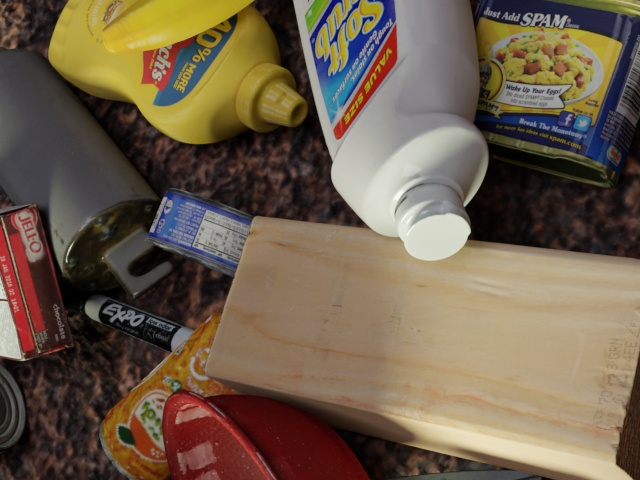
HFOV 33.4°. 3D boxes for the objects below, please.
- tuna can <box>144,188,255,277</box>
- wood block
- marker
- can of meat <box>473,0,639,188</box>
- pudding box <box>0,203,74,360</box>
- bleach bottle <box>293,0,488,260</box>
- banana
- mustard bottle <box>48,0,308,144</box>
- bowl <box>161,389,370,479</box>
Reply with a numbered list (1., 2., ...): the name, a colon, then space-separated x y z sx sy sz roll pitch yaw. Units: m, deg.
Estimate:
1. tuna can: -0.054 0.001 0.608 0.086 0.086 0.034 18 85 33
2. wood block: 0.061 0.053 0.518 0.206 0.090 0.090 7 72 32
3. marker: -0.121 0.050 0.672 0.121 0.020 0.020 17 86 33
4. can of meat: 0.117 -0.081 0.547 0.102 0.057 0.084 19 89 33
5. pudding box: -0.201 0.026 0.672 0.114 0.039 0.090 -3 101 53
6. bleach bottle: 0.040 -0.095 0.538 0.103 0.068 0.251 -42 38 29
7. banana: -0.050 -0.173 0.649 0.070 0.037 0.197 13 54 36
8. mustard bottle: -0.083 -0.113 0.671 0.192 0.058 0.096 30 81 32
9. bowl: -0.014 0.135 0.516 0.055 0.162 0.162 -25 54 -28
